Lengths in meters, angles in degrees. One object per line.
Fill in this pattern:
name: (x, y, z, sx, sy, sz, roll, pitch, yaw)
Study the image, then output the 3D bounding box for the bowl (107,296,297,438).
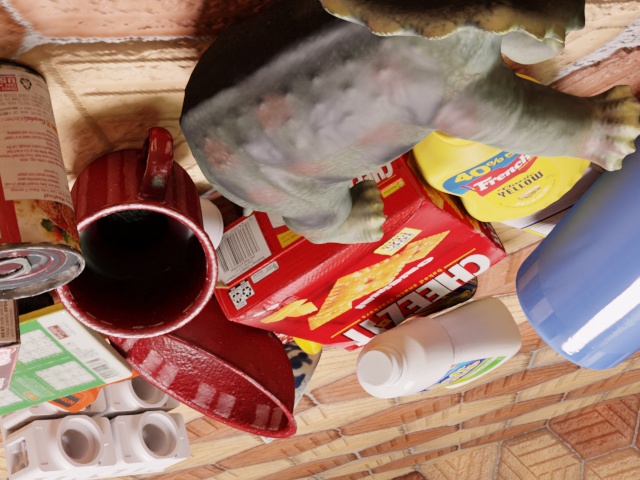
bowl: (-0.079, 0.088, 0.815, 0.162, 0.055, 0.162, 24, 155, 11)

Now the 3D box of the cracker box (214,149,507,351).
cracker box: (0.033, 0.010, 0.805, 0.164, 0.072, 0.213, -33, 157, 16)

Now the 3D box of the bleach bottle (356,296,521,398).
bleach bottle: (0.091, 0.098, 0.913, 0.103, 0.068, 0.250, -33, 167, 24)

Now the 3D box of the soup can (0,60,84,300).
soup can: (-0.160, -0.029, 0.529, 0.068, 0.102, 0.068, -14, 161, -5)

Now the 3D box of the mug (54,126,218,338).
mug: (-0.107, -0.013, 0.628, 0.093, 0.081, 0.117, 8, 120, -15)

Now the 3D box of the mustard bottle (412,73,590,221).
mustard bottle: (0.114, -0.066, 0.708, 0.096, 0.058, 0.191, -28, 158, 18)
